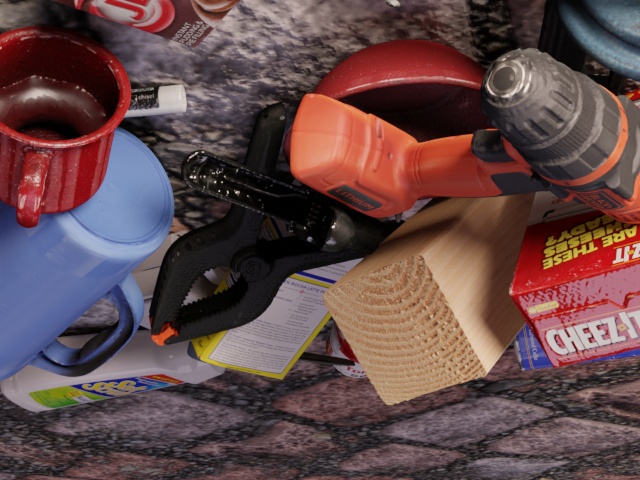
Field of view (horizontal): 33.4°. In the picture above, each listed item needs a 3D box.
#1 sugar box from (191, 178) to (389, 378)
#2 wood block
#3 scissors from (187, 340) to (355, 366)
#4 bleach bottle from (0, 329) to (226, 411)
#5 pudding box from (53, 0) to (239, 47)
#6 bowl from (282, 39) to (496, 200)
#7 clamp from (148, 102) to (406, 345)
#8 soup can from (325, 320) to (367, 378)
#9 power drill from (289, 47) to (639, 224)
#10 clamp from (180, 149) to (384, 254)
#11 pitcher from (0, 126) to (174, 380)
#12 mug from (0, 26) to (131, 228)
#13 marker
[{"bbox_3d":[-0.026,0.034,0.883,0.093,0.048,0.176,18,117,-38],"label":"sugar box"},{"bbox_3d":[0.103,0.018,0.760,0.090,0.091,0.205,-25,-171,39],"label":"wood block"},{"bbox_3d":[-0.059,0.097,1.002,0.096,0.016,0.201,27,-168,36],"label":"scissors"},{"bbox_3d":[-0.204,0.129,1.136,0.251,0.068,0.102,-9,155,9],"label":"bleach bottle"},{"bbox_3d":[-0.081,-0.154,0.561,0.089,0.039,0.114,13,151,-30],"label":"pudding box"},{"bbox_3d":[0.055,-0.084,0.707,0.162,0.055,0.162,-2,155,-1],"label":"bowl"},{"bbox_3d":[-0.055,0.001,0.793,0.210,0.036,0.164,-33,126,11],"label":"clamp"},{"bbox_3d":[0.046,0.093,1.077,0.068,0.068,0.102,1,156,-9],"label":"soup can"},{"bbox_3d":[0.078,-0.050,0.575,0.188,0.057,0.184,3,167,37],"label":"power drill"},{"bbox_3d":[0.001,-0.014,0.690,0.120,0.039,0.171,33,-169,32],"label":"clamp"},{"bbox_3d":[-0.209,0.016,0.808,0.148,0.145,0.243,-2,158,-44],"label":"pitcher"},{"bbox_3d":[-0.168,-0.060,0.649,0.093,0.117,0.082,8,145,-14],"label":"mug"},{"bbox_3d":[-0.151,-0.090,0.716,0.121,0.020,0.020,-5,155,4],"label":"marker"}]
